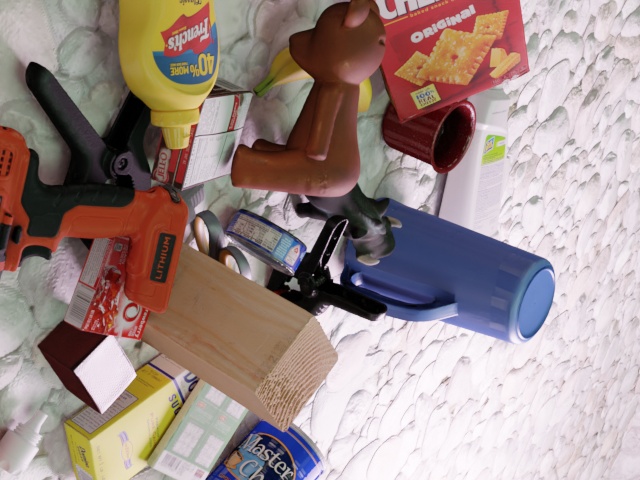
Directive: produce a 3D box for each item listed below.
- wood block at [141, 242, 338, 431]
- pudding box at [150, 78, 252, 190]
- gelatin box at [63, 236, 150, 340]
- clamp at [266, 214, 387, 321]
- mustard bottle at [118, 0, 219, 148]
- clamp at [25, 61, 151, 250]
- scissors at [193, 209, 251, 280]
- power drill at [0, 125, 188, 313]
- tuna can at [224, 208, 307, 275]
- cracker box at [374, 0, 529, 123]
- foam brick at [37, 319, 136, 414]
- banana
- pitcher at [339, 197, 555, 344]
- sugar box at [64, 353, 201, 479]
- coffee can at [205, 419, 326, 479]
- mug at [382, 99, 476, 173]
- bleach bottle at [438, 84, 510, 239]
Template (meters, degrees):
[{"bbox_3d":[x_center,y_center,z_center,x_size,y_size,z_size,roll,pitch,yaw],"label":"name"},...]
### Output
[{"bbox_3d":[-0.097,0.081,1.008,0.090,0.206,0.090,-52,147,-17],"label":"wood block"},{"bbox_3d":[-0.109,-0.100,0.990,0.113,0.039,0.090,-26,136,-66],"label":"pudding box"},{"bbox_3d":[-0.179,0.040,0.951,0.073,0.030,0.089,18,93,-53],"label":"gelatin box"},{"bbox_3d":[0.002,0.052,1.178,0.039,0.120,0.172,-21,173,-37],"label":"clamp"},{"bbox_3d":[-0.125,-0.171,0.880,0.096,0.058,0.192,-22,115,-53],"label":"mustard bottle"},{"bbox_3d":[-0.178,-0.080,0.934,0.164,0.036,0.210,-33,137,-42],"label":"clamp"},{"bbox_3d":[-0.096,0.058,1.109,0.016,0.096,0.202,-29,133,-25],"label":"scissors"},{"bbox_3d":[-0.211,0.010,0.864,0.187,0.057,0.184,10,102,-29],"label":"power drill"},{"bbox_3d":[-0.057,0.001,1.122,0.033,0.086,0.086,-60,148,-8],"label":"tuna can"},{"bbox_3d":[0.132,-0.242,1.156,0.164,0.072,0.213,-21,143,3],"label":"cracker box"},{"bbox_3d":[-0.218,0.114,1.005,0.053,0.051,0.078,-47,145,-25],"label":"foam brick"},{"bbox_3d":[0.006,-0.176,1.134,0.070,0.037,0.197,-47,153,27],"label":"banana"},{"bbox_3d":[0.152,0.046,1.305,0.144,0.243,0.149,30,81,-55],"label":"pitcher"},{"bbox_3d":[-0.181,0.183,1.115,0.175,0.048,0.093,-34,138,-37],"label":"sugar box"},{"bbox_3d":[-0.075,0.294,1.295,0.140,0.103,0.103,-44,144,-27],"label":"coffee can"},{"bbox_3d":[0.133,-0.132,1.301,0.093,0.082,0.117,-55,147,-13],"label":"mug"},{"bbox_3d":[0.219,-0.111,1.461,0.102,0.068,0.251,-22,128,-47],"label":"bleach bottle"}]
